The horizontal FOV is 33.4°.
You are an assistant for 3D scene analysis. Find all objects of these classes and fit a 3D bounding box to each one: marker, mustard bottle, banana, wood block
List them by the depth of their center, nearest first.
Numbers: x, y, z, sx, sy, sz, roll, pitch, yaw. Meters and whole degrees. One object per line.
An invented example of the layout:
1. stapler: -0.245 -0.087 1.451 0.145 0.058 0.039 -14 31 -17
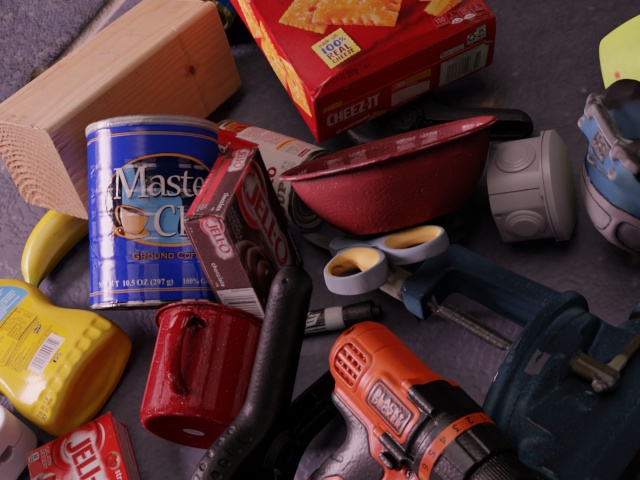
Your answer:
1. marker: -0.012 0.063 0.807 0.121 0.020 0.020 -11 52 15
2. mustard bottle: -0.249 0.082 0.862 0.192 0.058 0.096 20 69 31
3. wood block: -0.173 -0.120 0.922 0.090 0.091 0.205 14 46 36
4. banana: -0.189 -0.022 0.933 0.198 0.037 0.069 -37 80 -3

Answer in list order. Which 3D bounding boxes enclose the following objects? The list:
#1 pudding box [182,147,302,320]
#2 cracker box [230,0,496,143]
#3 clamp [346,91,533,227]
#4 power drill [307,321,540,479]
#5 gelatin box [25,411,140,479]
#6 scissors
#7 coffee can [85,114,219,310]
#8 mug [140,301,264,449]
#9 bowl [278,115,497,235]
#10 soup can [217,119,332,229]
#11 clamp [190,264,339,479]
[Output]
1. pudding box: -0.055 0.001 0.795 0.039 0.113 0.090 -4 36 21
2. cracker box: 0.020 -0.206 0.879 0.164 0.072 0.214 -25 64 -9
3. clamp: 0.085 -0.095 0.871 0.120 0.039 0.172 -36 56 -11
4. power drill: 0.040 0.168 0.628 0.185 0.057 0.188 45 112 41
5. gelatin box: -0.170 0.179 0.779 0.073 0.030 0.089 -27 50 1
6. scissors: 0.036 0.001 0.770 0.096 0.016 0.202 -19 13 1
7. coffee can: -0.127 -0.018 0.823 0.103 0.102 0.140 -4 85 19
8. mug: -0.084 0.094 0.754 0.093 0.117 0.081 2 61 13
9. bowl: 0.054 -0.043 0.768 0.162 0.055 0.162 -15 9 2
10. soup can: -0.042 -0.054 0.873 0.102 0.068 0.068 20 65 32
11. clamp: -0.028 0.131 0.702 0.036 0.164 0.210 23 84 31
